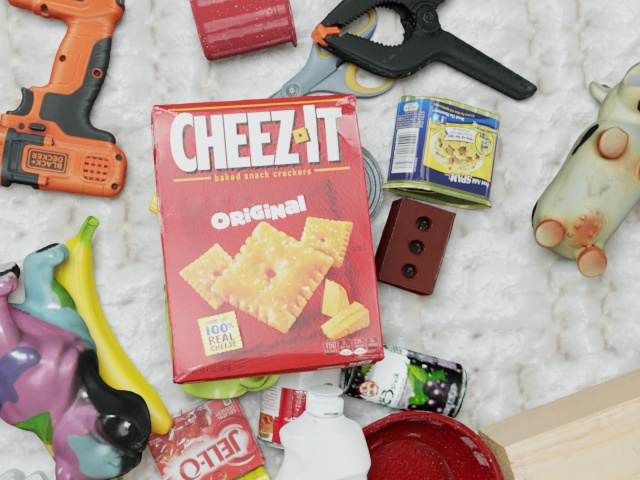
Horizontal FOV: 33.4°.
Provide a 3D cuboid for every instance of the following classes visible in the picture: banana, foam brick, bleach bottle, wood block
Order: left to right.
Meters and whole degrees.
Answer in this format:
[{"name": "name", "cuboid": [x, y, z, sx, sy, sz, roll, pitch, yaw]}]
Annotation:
[{"name": "banana", "cuboid": [-0.189, 0.081, 0.924, 0.037, 0.070, 0.198, -26, 96, -49]}, {"name": "bleach bottle", "cuboid": [-0.014, 0.244, 0.887, 0.102, 0.068, 0.251, 4, 99, -3]}, {"name": "foam brick", "cuboid": [0.082, 0.006, 0.959, 0.053, 0.051, 0.078, 17, 88, -6]}, {"name": "wood block", "cuboid": [0.260, 0.183, 0.958, 0.206, 0.091, 0.090, -19, 92, -7]}]

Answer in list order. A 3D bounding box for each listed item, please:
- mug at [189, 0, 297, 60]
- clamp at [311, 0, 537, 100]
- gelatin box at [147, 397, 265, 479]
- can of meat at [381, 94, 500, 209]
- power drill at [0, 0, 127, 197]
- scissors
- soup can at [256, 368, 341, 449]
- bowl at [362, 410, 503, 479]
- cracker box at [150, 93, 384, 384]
[{"name": "mug", "cuboid": [-0.073, -0.214, 0.933, 0.081, 0.093, 0.117, -14, 60, -2]}, {"name": "clamp", "cuboid": [0.094, -0.207, 0.962, 0.209, 0.036, 0.164, -3, 87, -16]}, {"name": "gelatin box", "cuboid": [-0.103, 0.182, 0.947, 0.089, 0.030, 0.073, -24, 92, -6]}, {"name": "can of meat", "cuboid": [0.109, -0.078, 0.948, 0.101, 0.058, 0.084, 11, 85, -34]}, {"name": "power drill", "cuboid": [-0.250, -0.138, 0.922, 0.184, 0.057, 0.188, 9, 91, -10]}, {"name": "scissors", "cuboid": [-0.006, -0.128, 0.969, 0.096, 0.016, 0.201, 40, 86, -5]}, {"name": "soup can", "cuboid": [-0.016, 0.128, 0.938, 0.068, 0.068, 0.102, 7, 89, -7]}, {"name": "bowl", "cuboid": [0.080, 0.228, 0.953, 0.162, 0.055, 0.162, 0, 91, -4]}, {"name": "cracker box", "cuboid": [-0.044, -0.002, 0.836, 0.164, 0.072, 0.214, -5, 83, -10]}]
